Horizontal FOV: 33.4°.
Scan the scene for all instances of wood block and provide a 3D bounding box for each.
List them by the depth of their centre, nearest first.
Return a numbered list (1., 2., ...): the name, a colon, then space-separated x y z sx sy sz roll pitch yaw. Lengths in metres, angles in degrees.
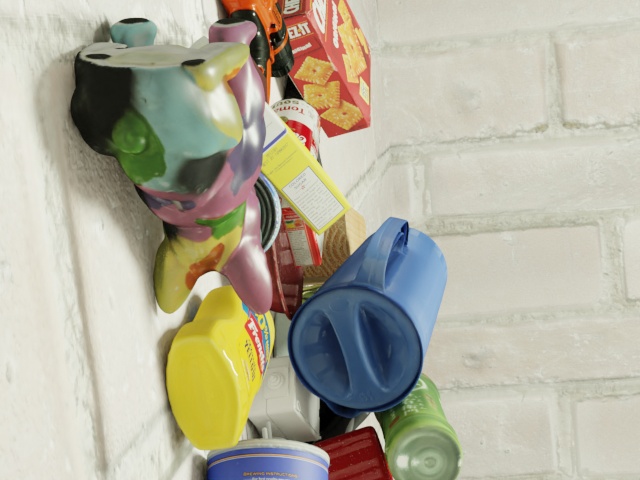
1. wood block: 0.003 0.007 1.325 0.206 0.091 0.090 23 63 -80

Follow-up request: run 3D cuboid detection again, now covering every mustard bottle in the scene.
1. mustard bottle: -0.075 0.090 0.884 0.191 0.058 0.096 -66 145 -73

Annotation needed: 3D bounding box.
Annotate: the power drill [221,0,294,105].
1. power drill: -0.062 -0.164 1.117 0.184 0.057 0.187 54 29 -66

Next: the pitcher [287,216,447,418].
1. pitcher: 0.064 0.060 1.111 0.145 0.149 0.242 54 24 -7

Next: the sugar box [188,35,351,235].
1. sugar box: -0.048 -0.087 0.906 0.176 0.048 0.093 51 0 -44

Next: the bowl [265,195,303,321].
1. bowl: -0.057 0.001 1.056 0.162 0.055 0.162 -5 90 -81

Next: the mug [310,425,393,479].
1. mug: 0.026 0.230 1.061 0.117 0.081 0.093 -104 174 -77

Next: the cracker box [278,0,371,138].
1. cracker box: 0.000 -0.265 1.384 0.213 0.072 0.164 56 28 -47

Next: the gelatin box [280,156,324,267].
1. gelatin box: -0.017 -0.029 1.046 0.089 0.030 0.073 -85 166 -51

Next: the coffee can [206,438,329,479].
1. coffee can: -0.044 0.242 0.859 0.103 0.103 0.140 69 18 -60

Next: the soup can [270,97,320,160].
1. soup can: -0.036 -0.108 1.211 0.102 0.068 0.068 -84 166 -52
